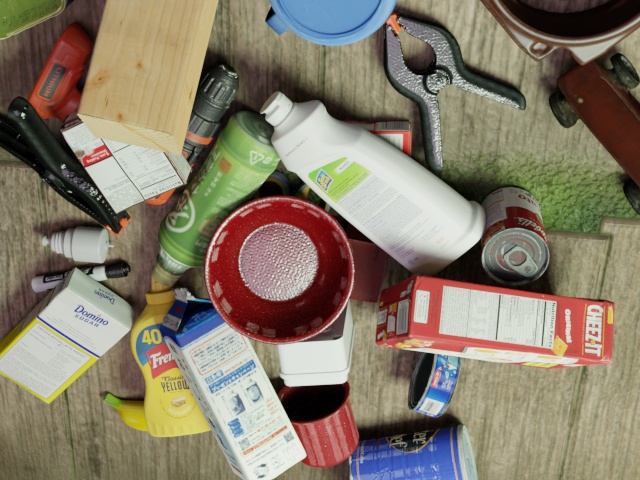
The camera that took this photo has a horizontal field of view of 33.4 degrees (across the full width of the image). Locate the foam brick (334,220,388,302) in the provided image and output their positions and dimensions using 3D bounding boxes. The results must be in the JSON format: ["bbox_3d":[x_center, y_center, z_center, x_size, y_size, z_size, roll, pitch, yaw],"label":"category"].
[{"bbox_3d":[0.046,0.022,1.189,0.053,0.051,0.078,11,119,-1],"label":"foam brick"}]

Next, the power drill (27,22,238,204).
[{"bbox_3d":[-0.198,-0.146,1.120,0.187,0.057,0.185,32,117,-11],"label":"power drill"}]

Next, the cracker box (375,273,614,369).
[{"bbox_3d":[0.180,0.088,1.134,0.213,0.164,0.072,8,80,-7],"label":"cracker box"}]

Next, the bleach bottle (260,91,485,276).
[{"bbox_3d":[0.047,-0.068,1.095,0.250,0.068,0.103,39,123,-18],"label":"bleach bottle"}]

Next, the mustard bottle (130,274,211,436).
[{"bbox_3d":[-0.171,0.130,1.252,0.096,0.058,0.191,-8,99,8],"label":"mustard bottle"}]

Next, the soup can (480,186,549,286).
[{"bbox_3d":[0.202,-0.006,1.127,0.068,0.102,0.068,3,119,5],"label":"soup can"}]

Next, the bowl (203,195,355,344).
[{"bbox_3d":[-0.044,0.029,1.156,0.162,0.055,0.162,0,99,-3],"label":"bowl"}]

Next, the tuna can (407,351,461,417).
[{"bbox_3d":[0.132,0.160,1.236,0.033,0.086,0.086,19,119,-6],"label":"tuna can"}]

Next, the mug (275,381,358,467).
[{"bbox_3d":[-0.010,0.215,1.288,0.117,0.093,0.081,10,130,36],"label":"mug"}]

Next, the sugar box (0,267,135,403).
[{"bbox_3d":[-0.308,0.115,1.273,0.093,0.048,0.176,38,119,-21],"label":"sugar box"}]

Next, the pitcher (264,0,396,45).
[{"bbox_3d":[0.015,-0.248,0.934,0.145,0.242,0.149,2,118,7],"label":"pitcher"}]

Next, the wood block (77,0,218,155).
[{"bbox_3d":[-0.154,-0.197,1.009,0.090,0.091,0.206,12,82,0],"label":"wood block"}]

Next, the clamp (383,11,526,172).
[{"bbox_3d":[0.114,-0.154,1.088,0.171,0.039,0.120,41,96,-12],"label":"clamp"}]

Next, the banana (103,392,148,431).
[{"bbox_3d":[-0.174,0.192,1.315,0.198,0.037,0.069,-23,114,17],"label":"banana"}]

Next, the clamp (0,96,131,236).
[{"bbox_3d":[-0.280,-0.080,1.138,0.209,0.165,0.036,43,71,-23],"label":"clamp"}]

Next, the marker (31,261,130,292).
[{"bbox_3d":[-0.281,0.043,1.255,0.121,0.020,0.020,-10,117,11],"label":"marker"}]

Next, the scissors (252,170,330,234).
[{"bbox_3d":[-0.058,0.001,1.210,0.096,0.016,0.202,29,118,-8],"label":"scissors"}]

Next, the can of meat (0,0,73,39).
[{"bbox_3d":[-0.287,-0.247,1.060,0.102,0.084,0.057,-20,115,16],"label":"can of meat"}]

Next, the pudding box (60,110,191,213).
[{"bbox_3d":[-0.200,-0.093,1.099,0.090,0.039,0.113,-21,120,17],"label":"pudding box"}]

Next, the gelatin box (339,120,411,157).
[{"bbox_3d":[0.052,-0.090,1.140,0.089,0.030,0.073,1,120,5],"label":"gelatin box"}]

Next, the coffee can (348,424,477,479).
[{"bbox_3d":[0.114,0.285,1.297,0.140,0.102,0.103,-11,117,12],"label":"coffee can"}]
